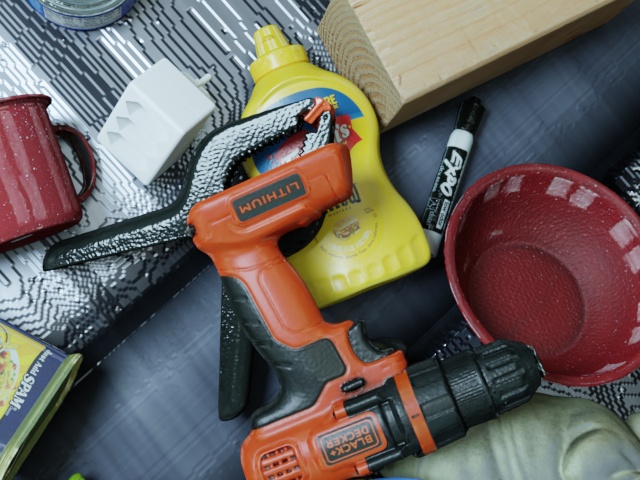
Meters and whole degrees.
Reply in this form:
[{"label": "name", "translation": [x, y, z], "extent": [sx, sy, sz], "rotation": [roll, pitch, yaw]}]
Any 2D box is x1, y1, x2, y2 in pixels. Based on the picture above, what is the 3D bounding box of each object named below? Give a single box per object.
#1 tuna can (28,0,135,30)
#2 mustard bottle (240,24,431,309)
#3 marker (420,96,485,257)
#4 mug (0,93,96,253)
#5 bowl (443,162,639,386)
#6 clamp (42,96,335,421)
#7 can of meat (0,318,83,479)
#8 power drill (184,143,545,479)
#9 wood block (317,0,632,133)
[{"label": "tuna can", "translation": [-0.163, -0.188, 0.726], "extent": [0.086, 0.034, 0.086], "rotation": [2, 81, -10]}, {"label": "mustard bottle", "translation": [-0.003, -0.056, 0.722], "extent": [0.096, 0.058, 0.191], "rotation": [-22, 85, 0]}, {"label": "marker", "translation": [0.092, -0.047, 0.758], "extent": [0.020, 0.020, 0.121], "rotation": [21, 78, -7]}, {"label": "mug", "translation": [-0.193, -0.040, 0.678], "extent": [0.117, 0.093, 0.081], "rotation": [-20, 90, -49]}, {"label": "bowl", "translation": [0.152, 0.030, 0.727], "extent": [0.162, 0.055, 0.162], "rotation": [6, 63, -12]}, {"label": "clamp", "translation": [-0.054, 0.001, 0.684], "extent": [0.210, 0.036, 0.164], "rotation": [-44, 89, 7]}, {"label": "can of meat", "translation": [-0.207, 0.095, 0.648], "extent": [0.084, 0.058, 0.102], "rotation": [28, 46, -2]}, {"label": "power drill", "translation": [0.016, 0.042, 0.625], "extent": [0.184, 0.057, 0.188], "rotation": [-23, 85, 2]}, {"label": "wood block", "translation": [0.113, -0.164, 0.744], "extent": [0.206, 0.090, 0.091], "rotation": [-27, 86, -13]}]
